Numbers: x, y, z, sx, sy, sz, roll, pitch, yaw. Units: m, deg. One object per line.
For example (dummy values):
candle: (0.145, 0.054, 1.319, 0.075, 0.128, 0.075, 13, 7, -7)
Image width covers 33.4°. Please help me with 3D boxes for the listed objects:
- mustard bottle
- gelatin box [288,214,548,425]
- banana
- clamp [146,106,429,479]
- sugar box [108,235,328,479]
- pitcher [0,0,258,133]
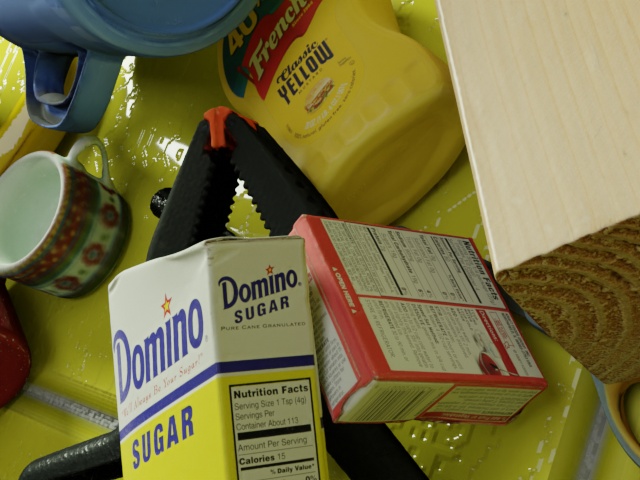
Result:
mustard bottle: (-0.004, -0.091, 0.527, 0.096, 0.058, 0.192, -46, 46, 19)
gelatin box: (0.032, 0.031, 0.394, 0.030, 0.089, 0.073, -52, 47, 34)
banana: (-0.202, -0.056, 0.696, 0.198, 0.037, 0.070, -55, 26, 1)
clamp: (-0.018, 0.047, 0.439, 0.165, 0.036, 0.210, -4, 81, 24)
sugar box: (-0.036, 0.092, 0.376, 0.094, 0.048, 0.176, -19, 78, 56)
pitcher: (-0.116, -0.146, 0.559, 0.145, 0.149, 0.243, -37, 24, -12)
